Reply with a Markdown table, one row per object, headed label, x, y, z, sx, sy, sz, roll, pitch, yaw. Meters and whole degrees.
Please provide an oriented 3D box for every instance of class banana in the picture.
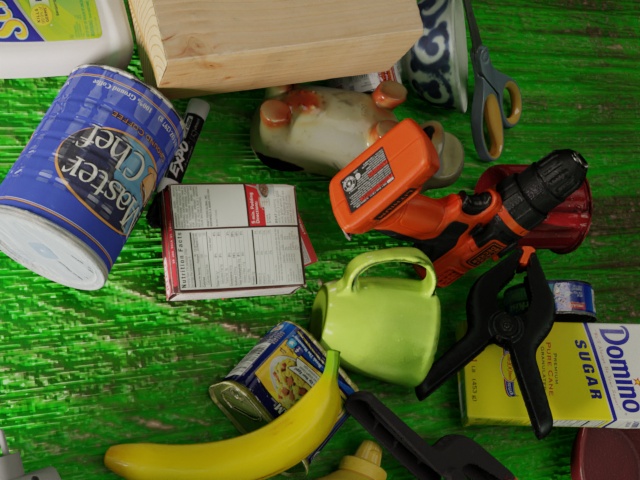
| label | x | y | z | sx | sy | sz | roll | pitch | yaw |
| --- | --- | --- | --- | --- | --- | --- | --- | --- | --- |
| banana | -0.063 | 0.153 | 0.812 | 0.197 | 0.037 | 0.070 | -23 | 68 | -7 |

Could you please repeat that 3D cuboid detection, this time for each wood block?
| label | x | y | z | sx | sy | sz | roll | pitch | yaw |
| --- | --- | --- | --- | --- | --- | --- | --- | --- | --- |
| wood block | -0.037 | -0.176 | 0.838 | 0.205 | 0.090 | 0.091 | -11 | 82 | -19 |

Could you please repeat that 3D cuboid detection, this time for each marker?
| label | x | y | z | sx | sy | sz | roll | pitch | yaw |
| --- | --- | --- | --- | --- | --- | --- | --- | --- | --- |
| marker | -0.120 | -0.065 | 0.896 | 0.020 | 0.020 | 0.121 | 26 | 66 | -21 |

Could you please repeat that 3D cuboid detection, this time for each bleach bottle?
| label | x | y | z | sx | sy | sz | roll | pitch | yaw |
| --- | --- | --- | --- | --- | --- | --- | --- | --- | --- |
| bleach bottle | -0.277 | -0.162 | 0.812 | 0.250 | 0.068 | 0.102 | -13 | 83 | -28 |

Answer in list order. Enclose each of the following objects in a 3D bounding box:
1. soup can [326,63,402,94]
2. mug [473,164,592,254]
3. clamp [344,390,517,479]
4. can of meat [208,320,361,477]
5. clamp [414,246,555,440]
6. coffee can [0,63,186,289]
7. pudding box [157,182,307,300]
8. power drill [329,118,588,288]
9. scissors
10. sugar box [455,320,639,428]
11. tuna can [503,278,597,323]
| label | x | y | z | sx | sy | sz | roll | pitch | yaw |
| --- | --- | --- | --- | --- | --- | --- | --- | --- | --- |
| soup can | 0.034 | -0.174 | 0.981 | 0.068 | 0.069 | 0.102 | -8 | 82 | -30 |
| mug | 0.204 | -0.029 | 1.014 | 0.081 | 0.117 | 0.093 | -1 | 105 | -24 |
| clamp | 0.102 | 0.219 | 0.895 | 0.209 | 0.036 | 0.164 | 20 | 55 | -44 |
| can of meat | -0.026 | 0.128 | 0.876 | 0.102 | 0.058 | 0.083 | 50 | 58 | -8 |
| clamp | 0.151 | 0.083 | 0.942 | 0.120 | 0.039 | 0.171 | 12 | 65 | -1 |
| coffee can | -0.178 | -0.048 | 0.811 | 0.102 | 0.103 | 0.140 | 33 | 63 | -18 |
| pudding box | -0.071 | 0.000 | 0.861 | 0.113 | 0.039 | 0.090 | -2 | 80 | -23 |
| power drill | 0.114 | -0.036 | 0.904 | 0.187 | 0.185 | 0.057 | 22 | 37 | -43 |
| scissors | 0.165 | -0.177 | 1.035 | 0.096 | 0.016 | 0.202 | -34 | 123 | -45 |
| sugar box | 0.215 | 0.122 | 0.975 | 0.176 | 0.048 | 0.093 | 0 | 70 | -1 |
| tuna can | 0.216 | 0.062 | 1.010 | 0.086 | 0.086 | 0.034 | 7 | 72 | -27 |
